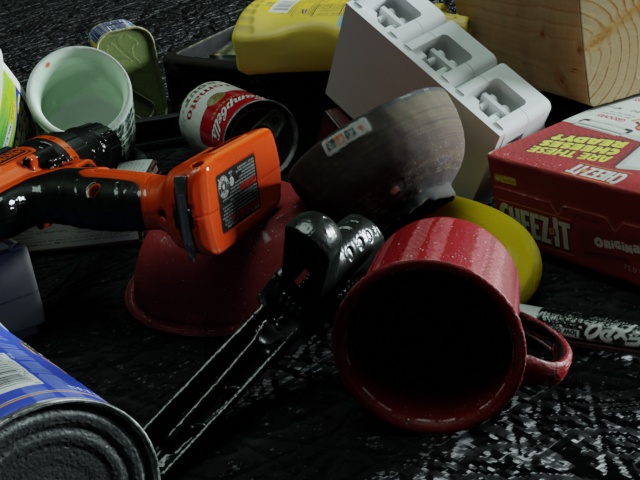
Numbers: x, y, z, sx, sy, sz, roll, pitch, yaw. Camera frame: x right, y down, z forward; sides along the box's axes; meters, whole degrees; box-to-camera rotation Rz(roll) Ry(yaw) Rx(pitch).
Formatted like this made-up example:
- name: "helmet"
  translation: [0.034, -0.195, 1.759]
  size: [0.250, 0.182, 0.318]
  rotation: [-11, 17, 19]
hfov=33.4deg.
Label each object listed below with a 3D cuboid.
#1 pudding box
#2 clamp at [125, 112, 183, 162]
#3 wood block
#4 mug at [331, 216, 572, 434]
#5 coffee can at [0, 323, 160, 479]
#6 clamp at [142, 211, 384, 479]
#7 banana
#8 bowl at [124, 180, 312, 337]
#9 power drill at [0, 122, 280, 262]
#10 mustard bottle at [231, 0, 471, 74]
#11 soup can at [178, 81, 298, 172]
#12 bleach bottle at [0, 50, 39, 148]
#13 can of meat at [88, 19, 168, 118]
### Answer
- name: "pudding box"
  translation: [-0.185, -0.026, 0.831]
  size: [0.113, 0.039, 0.090]
  rotation: [-8, 25, 8]
- name: "clamp"
  translation: [-0.194, -0.089, 0.976]
  size: [0.172, 0.039, 0.120]
  rotation: [0, 23, 19]
- name: "wood block"
  translation: [0.185, -0.171, 0.807]
  size: [0.090, 0.090, 0.206]
  rotation: [-16, 20, -12]
- name: "mug"
  translation: [0.070, 0.041, 0.540]
  size: [0.117, 0.093, 0.081]
  rotation: [16, 24, 7]
- name: "coffee can"
  translation: [-0.150, 0.094, 0.471]
  size: [0.102, 0.103, 0.141]
  rotation: [-25, 29, -32]
- name: "clamp"
  translation: [-0.019, 0.040, 0.569]
  size: [0.036, 0.165, 0.209]
  rotation: [41, 17, 7]
- name: "banana"
  translation: [0.084, -0.002, 0.682]
  size: [0.069, 0.037, 0.198]
  rotation: [-17, 25, -18]
- name: "bowl"
  translation: [-0.055, 0.001, 0.704]
  size: [0.162, 0.055, 0.162]
  rotation: [-7, 25, 3]
- name: "power drill"
  translation: [-0.124, -0.037, 0.674]
  size: [0.188, 0.057, 0.184]
  rotation: [0, 22, 23]
- name: "mustard bottle"
  translation: [0.030, -0.174, 0.889]
  size: [0.192, 0.058, 0.096]
  rotation: [2, 29, 21]
- name: "soup can"
  translation: [-0.072, -0.095, 0.907]
  size: [0.068, 0.068, 0.102]
  rotation: [-20, 26, -23]
- name: "bleach bottle"
  translation: [-0.262, -0.089, 0.852]
  size: [0.068, 0.102, 0.251]
  rotation: [10, -4, -1]
- name: "can of meat"
  translation: [-0.196, -0.168, 1.074]
  size: [0.057, 0.102, 0.084]
  rotation: [-16, 23, -14]
